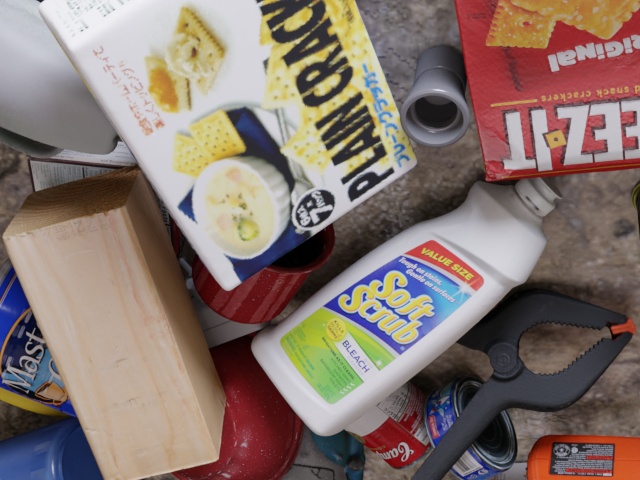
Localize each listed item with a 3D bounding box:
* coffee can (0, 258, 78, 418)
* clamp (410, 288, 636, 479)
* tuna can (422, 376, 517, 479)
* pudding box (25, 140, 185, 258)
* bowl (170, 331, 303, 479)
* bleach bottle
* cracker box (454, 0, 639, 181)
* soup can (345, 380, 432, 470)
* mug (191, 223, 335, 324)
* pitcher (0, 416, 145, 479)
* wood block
[{"bbox_3d":[-0.216,0.089,0.895,0.140,0.102,0.103,24,131,-8],"label":"coffee can"},{"bbox_3d":[0.140,0.104,0.827,0.210,0.036,0.164,-10,84,12],"label":"clamp"},{"bbox_3d":[0.126,0.157,0.888,0.034,0.086,0.086,-34,116,32],"label":"tuna can"},{"bbox_3d":[-0.163,-0.032,0.822,0.113,0.039,0.090,6,128,4],"label":"pudding box"},{"bbox_3d":[-0.097,0.148,0.899,0.162,0.055,0.162,5,102,26],"label":"bowl"},{"bbox_3d":[0.068,0.034,0.788,0.251,0.068,0.102,-43,75,20],"label":"bleach bottle"},{"bbox_3d":[0.164,-0.141,0.633,0.164,0.072,0.213,-4,130,16],"label":"cracker box"},{"bbox_3d":[0.047,0.138,0.900,0.102,0.068,0.069,41,126,-22],"label":"soup can"},{"bbox_3d":[-0.055,0.001,0.802,0.117,0.093,0.082,47,136,13],"label":"mug"},{"bbox_3d":[-0.272,0.245,1.017,0.243,0.149,0.145,-26,110,36],"label":"pitcher"},{"bbox_3d":[-0.143,0.062,0.777,0.090,0.091,0.206,-14,113,4],"label":"wood block"}]
